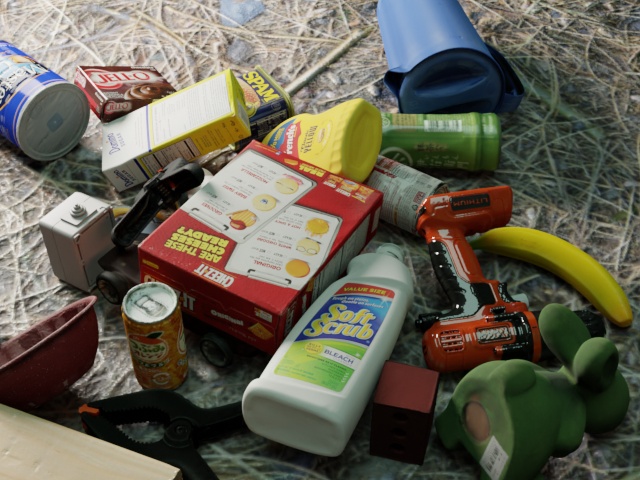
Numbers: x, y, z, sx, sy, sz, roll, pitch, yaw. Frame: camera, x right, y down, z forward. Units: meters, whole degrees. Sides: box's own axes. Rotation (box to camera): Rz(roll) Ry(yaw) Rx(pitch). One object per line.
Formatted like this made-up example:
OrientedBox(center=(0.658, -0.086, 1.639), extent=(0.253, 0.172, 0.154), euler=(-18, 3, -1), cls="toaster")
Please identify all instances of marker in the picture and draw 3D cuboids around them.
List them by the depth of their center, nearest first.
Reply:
OrientedBox(center=(0.156, 0.075, 1.104), extent=(0.121, 0.020, 0.020), euler=(-10, 44, -11), cls="marker")

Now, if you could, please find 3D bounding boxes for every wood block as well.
OrientedBox(center=(-0.225, 0.218, 0.905), extent=(0.206, 0.091, 0.090), euler=(16, 45, 17), cls="wood block")

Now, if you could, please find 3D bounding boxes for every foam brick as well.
OrientedBox(center=(0.077, 0.158, 0.975), extent=(0.053, 0.078, 0.051), euler=(11, 43, 12), cls="foam brick")

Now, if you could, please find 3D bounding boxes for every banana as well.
OrientedBox(center=(0.251, 0.029, 1.143), extent=(0.198, 0.037, 0.069), euler=(24, 66, 26), cls="banana")

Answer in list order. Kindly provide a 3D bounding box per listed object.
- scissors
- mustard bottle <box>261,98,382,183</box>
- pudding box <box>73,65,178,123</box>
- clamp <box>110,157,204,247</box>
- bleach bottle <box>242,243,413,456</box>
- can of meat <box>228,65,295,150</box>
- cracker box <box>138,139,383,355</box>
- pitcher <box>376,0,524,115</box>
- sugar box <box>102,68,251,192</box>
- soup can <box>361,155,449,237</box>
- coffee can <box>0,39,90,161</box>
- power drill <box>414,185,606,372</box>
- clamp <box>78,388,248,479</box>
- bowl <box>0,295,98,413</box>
OrientedBox(center=(-0.173, 0.005, 1.184), extent=(0.096, 0.016, 0.202), euler=(-17, 44, -18), cls="scissors")
OrientedBox(center=(-0.016, -0.100, 1.219), extent=(0.192, 0.058, 0.096), euler=(-7, 63, 49), cls="mustard bottle")
OrientedBox(center=(-0.243, -0.186, 1.349), extent=(0.113, 0.039, 0.090), euler=(-5, 38, -39), cls="pudding box")
OrientedBox(center=(-0.165, -0.058, 1.159), extent=(0.120, 0.039, 0.171), euler=(-32, 18, 14), cls="clamp")
OrientedBox(center=(0.021, 0.087, 1.019), extent=(0.103, 0.068, 0.250), euler=(16, 43, 14), cls="bleach bottle")
OrientedBox(center=(-0.092, -0.165, 1.337), extent=(0.083, 0.057, 0.102), euler=(-24, 47, -19), cls="can of meat")
OrientedBox(center=(-0.057, 0.001, 1.087), extent=(0.164, 0.072, 0.213), euler=(24, 45, 18), cls="cracker box")
OrientedBox(center=(0.154, -0.244, 1.374), extent=(0.145, 0.149, 0.243), euler=(-28, 38, 14), cls="pitcher")
OrientedBox(center=(-0.173, -0.130, 1.267), extent=(0.176, 0.048, 0.093), euler=(-24, 43, 12), cls="sugar box")
OrientedBox(center=(0.086, -0.052, 1.205), extent=(0.102, 0.068, 0.068), euler=(25, 49, 24), cls="soup can")
OrientedBox(center=(-0.367, -0.174, 1.315), extent=(0.140, 0.103, 0.102), euler=(33, 53, 31), cls="coffee can")
OrientedBox(center=(0.180, 0.038, 1.080), extent=(0.184, 0.057, 0.187), euler=(-7, 62, -8), cls="power drill")
OrientedBox(center=(-0.124, 0.191, 0.972), extent=(0.210, 0.036, 0.164), euler=(6, 44, 7), cls="clamp")
OrientedBox(center=(-0.267, 0.118, 1.005), extent=(0.162, 0.055, 0.162), euler=(-30, 10, 5), cls="bowl")
